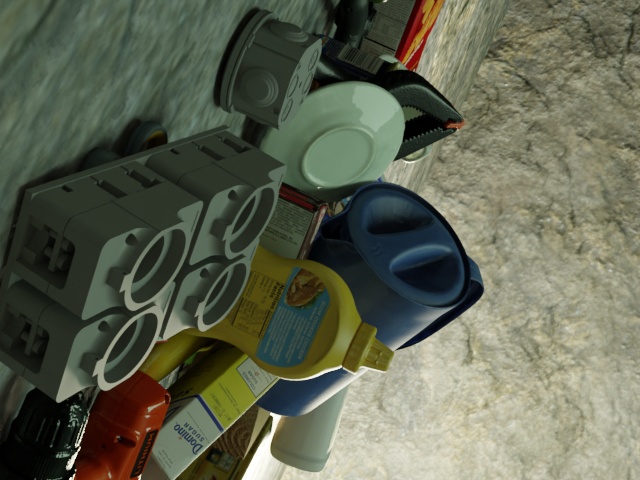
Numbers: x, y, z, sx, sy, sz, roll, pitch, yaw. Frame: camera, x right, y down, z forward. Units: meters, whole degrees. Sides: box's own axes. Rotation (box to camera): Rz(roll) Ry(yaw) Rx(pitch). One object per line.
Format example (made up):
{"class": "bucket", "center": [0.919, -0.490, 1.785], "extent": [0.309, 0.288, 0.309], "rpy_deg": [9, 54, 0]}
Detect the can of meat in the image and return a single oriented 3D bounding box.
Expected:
{"class": "can of meat", "center": [0.019, -0.136, 1.003], "extent": [0.102, 0.084, 0.057], "rpy_deg": [105, 12, -49]}

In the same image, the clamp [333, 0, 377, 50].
{"class": "clamp", "center": [0.032, -0.211, 1.019], "extent": [0.172, 0.039, 0.120], "rpy_deg": [106, 11, -48]}

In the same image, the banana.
{"class": "banana", "center": [-0.120, 0.092, 0.938], "extent": [0.197, 0.037, 0.069], "rpy_deg": [4, 110, -82]}

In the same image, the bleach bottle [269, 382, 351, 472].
{"class": "bleach bottle", "center": [0.015, 0.121, 1.164], "extent": [0.102, 0.068, 0.251], "rpy_deg": [-65, 174, -71]}

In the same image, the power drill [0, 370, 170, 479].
{"class": "power drill", "center": [-0.169, 0.150, 0.721], "extent": [0.184, 0.057, 0.187], "rpy_deg": [-64, 170, 18]}

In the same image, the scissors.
{"class": "scissors", "center": [-0.128, 0.001, 0.679], "extent": [0.096, 0.016, 0.202], "rpy_deg": [-56, 168, -33]}

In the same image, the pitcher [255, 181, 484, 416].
{"class": "pitcher", "center": [0.027, 0.069, 1.003], "extent": [0.243, 0.149, 0.144], "rpy_deg": [-46, 176, 39]}

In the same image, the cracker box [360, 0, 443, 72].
{"class": "cracker box", "center": [0.081, -0.228, 1.182], "extent": [0.164, 0.072, 0.214], "rpy_deg": [-53, 166, -55]}

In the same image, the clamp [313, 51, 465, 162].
{"class": "clamp", "center": [0.033, -0.114, 0.922], "extent": [0.165, 0.209, 0.036], "rpy_deg": [102, -29, -42]}

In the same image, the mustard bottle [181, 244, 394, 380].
{"class": "mustard bottle", "center": [-0.031, 0.057, 0.851], "extent": [0.058, 0.192, 0.096], "rpy_deg": [6, 109, -82]}

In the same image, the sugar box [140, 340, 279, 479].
{"class": "sugar box", "center": [-0.100, 0.136, 0.902], "extent": [0.175, 0.048, 0.094], "rpy_deg": [-38, -170, -39]}

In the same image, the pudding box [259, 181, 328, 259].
{"class": "pudding box", "center": [-0.056, 0.001, 0.899], "extent": [0.114, 0.090, 0.039], "rpy_deg": [-68, 170, 21]}
